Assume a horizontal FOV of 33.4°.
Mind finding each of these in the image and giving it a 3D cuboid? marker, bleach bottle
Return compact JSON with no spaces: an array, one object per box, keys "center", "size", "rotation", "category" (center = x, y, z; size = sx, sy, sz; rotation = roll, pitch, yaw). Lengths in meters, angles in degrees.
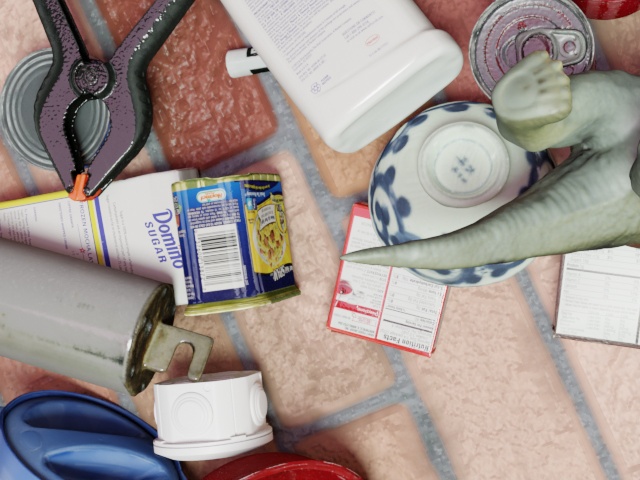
[{"center":[-0.004,-0.126,0.710],"size":[0.121,0.020,0.020],"rotation":[-6,93,16],"category":"marker"},{"center":[-0.021,-0.181,0.677],"size":[0.103,0.068,0.251],"rotation":[-37,74,10],"category":"bleach bottle"}]

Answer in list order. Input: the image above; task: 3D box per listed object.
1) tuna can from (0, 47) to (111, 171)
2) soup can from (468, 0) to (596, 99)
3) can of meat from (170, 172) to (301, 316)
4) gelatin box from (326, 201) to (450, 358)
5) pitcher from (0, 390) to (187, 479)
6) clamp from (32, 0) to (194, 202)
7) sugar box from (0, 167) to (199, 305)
[{"center":[-0.181,-0.092,0.755],"size":[0.086,0.033,0.086],"rotation":[1,95,16],"category":"tuna can"},{"center":[0.128,-0.108,0.630],"size":[0.068,0.102,0.068],"rotation":[1,95,16],"category":"soup can"},{"center":[-0.055,0.001,0.693],"size":[0.057,0.102,0.084],"rotation":[-8,90,15],"category":"can of meat"},{"center":[0.049,0.025,0.703],"size":[0.073,0.030,0.089],"rotation":[14,98,13],"category":"gelatin box"},{"center":[-0.211,0.232,0.743],"size":[0.149,0.144,0.243],"rotation":[36,107,29],"category":"pitcher"},{"center":[-0.137,-0.111,0.707],"size":[0.120,0.039,0.171],"rotation":[-1,94,11],"category":"clamp"},{"center":[-0.165,0.008,0.755],"size":[0.176,0.048,0.093],"rotation":[-8,94,13],"category":"sugar box"}]
